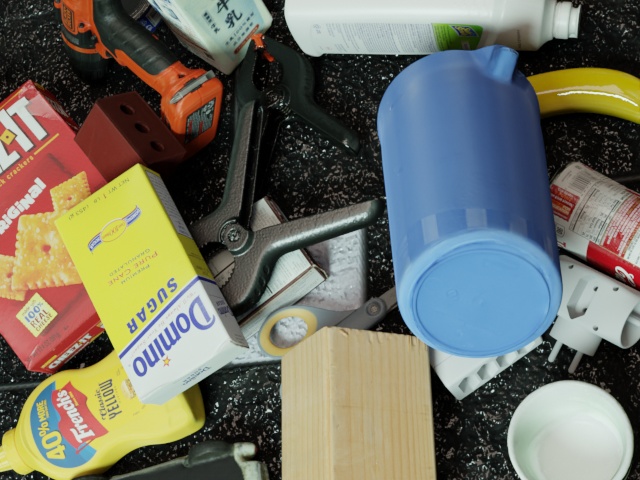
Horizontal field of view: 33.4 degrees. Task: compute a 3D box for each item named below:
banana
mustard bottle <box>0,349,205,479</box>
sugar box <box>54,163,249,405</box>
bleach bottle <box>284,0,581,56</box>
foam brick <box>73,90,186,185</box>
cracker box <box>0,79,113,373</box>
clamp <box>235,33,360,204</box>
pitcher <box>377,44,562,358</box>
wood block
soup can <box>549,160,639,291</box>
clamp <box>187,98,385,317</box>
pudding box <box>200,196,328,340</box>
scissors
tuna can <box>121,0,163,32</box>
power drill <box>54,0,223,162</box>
[{"bbox_3d":[0.195,-0.110,0.895,0.198,0.037,0.069,-2,68,20],"label":"banana"},{"bbox_3d":[-0.200,0.154,0.922,0.192,0.058,0.096,-26,70,9],"label":"mustard bottle"},{"bbox_3d":[-0.140,0.036,0.873,0.093,0.048,0.176,-34,69,10],"label":"sugar box"},{"bbox_3d":[0.101,-0.198,0.942,0.251,0.102,0.068,7,80,16],"label":"bleach bottle"},{"bbox_3d":[-0.167,-0.083,0.938,0.078,0.052,0.051,49,126,10],"label":"foam brick"},{"bbox_3d":[-0.253,-0.013,0.969,0.164,0.072,0.214,-40,79,-1],"label":"cracker box"},{"bbox_3d":[-0.027,-0.123,0.981,0.120,0.039,0.171,-14,65,13],"label":"clamp"},{"bbox_3d":[0.105,-0.022,0.790,0.145,0.149,0.242,-16,34,15],"label":"pitcher"},{"bbox_3d":[0.028,0.178,0.792,0.090,0.090,0.206,9,65,-23],"label":"wood block"},{"bbox_3d":[0.225,-0.011,0.827,0.102,0.068,0.068,32,82,28],"label":"soup can"},{"bbox_3d":[-0.056,0.001,0.896,0.165,0.036,0.210,34,88,26],"label":"clamp"},{"bbox_3d":[-0.064,0.029,0.934,0.113,0.039,0.090,-38,63,5],"label":"pudding box"},{"bbox_3d":[0.027,0.053,0.900,0.096,0.016,0.201,39,86,21],"label":"scissors"},{"bbox_3d":[-0.201,-0.244,1.098,0.086,0.033,0.086,-7,67,17],"label":"tuna can"},{"bbox_3d":[-0.176,-0.162,1.001,0.057,0.184,0.188,-41,78,-22],"label":"power drill"}]
